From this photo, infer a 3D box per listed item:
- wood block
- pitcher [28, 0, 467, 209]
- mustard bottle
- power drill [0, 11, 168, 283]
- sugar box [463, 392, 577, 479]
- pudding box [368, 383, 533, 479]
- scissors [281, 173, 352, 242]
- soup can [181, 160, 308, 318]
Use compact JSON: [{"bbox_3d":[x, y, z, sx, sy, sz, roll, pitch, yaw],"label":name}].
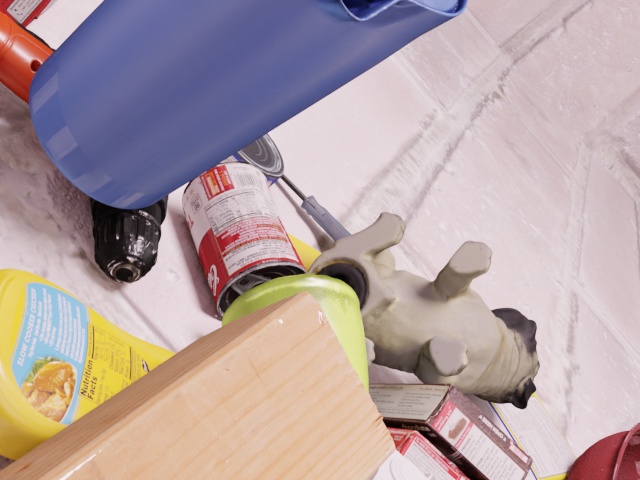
[{"bbox_3d":[-0.067,0.109,0.445,0.205,0.090,0.091,-33,95,-52],"label":"wood block"},{"bbox_3d":[-0.048,-0.124,0.601,0.149,0.243,0.145,-11,72,-58],"label":"pitcher"},{"bbox_3d":[-0.131,0.067,0.521,0.191,0.058,0.096,37,31,-31],"label":"mustard bottle"},{"bbox_3d":[-0.173,-0.075,0.677,0.187,0.057,0.184,37,29,-34],"label":"power drill"},{"bbox_3d":[0.159,0.179,0.921,0.175,0.048,0.093,8,45,-54],"label":"sugar box"},{"bbox_3d":[0.082,0.142,0.757,0.090,0.114,0.039,43,64,-16],"label":"pudding box"},{"bbox_3d":[0.000,-0.021,0.946,0.201,0.016,0.096,44,3,-10],"label":"scissors"},{"bbox_3d":[-0.055,0.001,0.764,0.068,0.069,0.102,25,32,-47],"label":"soup can"}]
